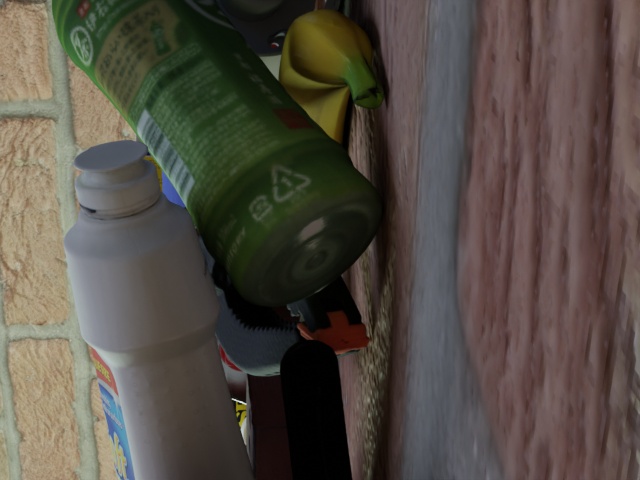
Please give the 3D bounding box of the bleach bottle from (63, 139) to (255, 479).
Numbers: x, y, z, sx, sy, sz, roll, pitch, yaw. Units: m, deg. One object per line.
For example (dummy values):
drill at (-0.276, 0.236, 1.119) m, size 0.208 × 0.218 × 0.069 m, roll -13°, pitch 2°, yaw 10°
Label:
bleach bottle at (-0.064, 0.075, 0.457) m, size 0.103 × 0.068 × 0.251 m, roll -132°, pitch 30°, yaw -59°

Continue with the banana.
banana at (-0.002, -0.059, 0.514) m, size 0.198 × 0.037 × 0.069 m, roll 108°, pitch 162°, yaw -73°

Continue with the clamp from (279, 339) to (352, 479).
clamp at (0.004, 0.127, 0.468) m, size 0.171 × 0.039 × 0.120 m, roll 99°, pitch 164°, yaw -51°

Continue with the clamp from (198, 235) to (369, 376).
clamp at (-0.049, 0.017, 0.552) m, size 0.210 × 0.036 × 0.165 m, roll 40°, pitch 127°, yaw 46°

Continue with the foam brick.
foam brick at (-0.017, 0.119, 0.628) m, size 0.053 × 0.051 × 0.078 m, roll -100°, pitch 11°, yaw -57°
